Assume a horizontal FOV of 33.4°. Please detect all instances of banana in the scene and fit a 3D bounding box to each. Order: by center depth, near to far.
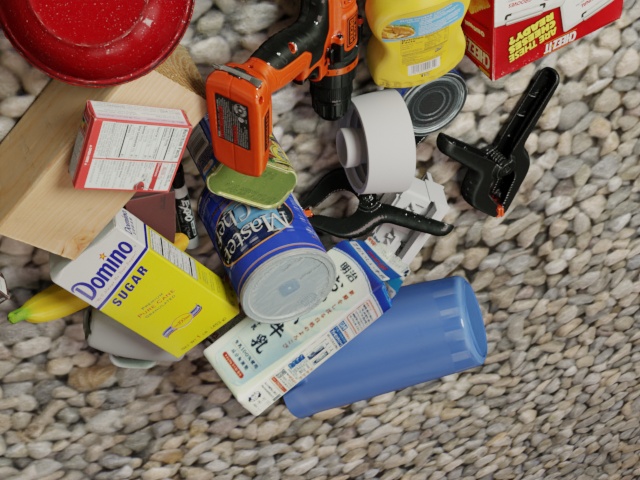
[{"bbox_3d":[-0.228,0.043,1.113,0.197,0.070,0.037,-27,102,-9],"label":"banana"}]

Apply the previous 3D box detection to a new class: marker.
[{"bbox_3d":[-0.144,-0.037,1.109,0.020,0.020,0.121,-20,141,-12],"label":"marker"}]

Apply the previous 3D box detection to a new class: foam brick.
[{"bbox_3d":[-0.177,-0.034,1.066,0.052,0.051,0.078,-13,139,-21],"label":"foam brick"}]

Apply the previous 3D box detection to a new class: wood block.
[{"bbox_3d":[-0.203,-0.092,0.955,0.206,0.090,0.090,-45,139,19],"label":"wood block"}]

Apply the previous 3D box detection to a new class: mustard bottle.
[{"bbox_3d":[0.089,-0.211,0.983,0.096,0.058,0.191,-16,161,-2],"label":"mustard bottle"}]

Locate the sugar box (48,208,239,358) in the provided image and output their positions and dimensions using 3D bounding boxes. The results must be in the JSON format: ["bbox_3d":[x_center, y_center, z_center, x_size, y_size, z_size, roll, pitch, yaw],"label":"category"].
[{"bbox_3d":[-0.173,0.043,1.061,0.093,0.048,0.176,-38,132,19],"label":"sugar box"}]

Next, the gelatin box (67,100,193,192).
[{"bbox_3d":[-0.161,-0.078,0.900,0.089,0.030,0.073,1,131,-31],"label":"gelatin box"}]

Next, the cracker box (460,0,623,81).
[{"bbox_3d":[0.211,-0.279,1.013,0.164,0.072,0.214,-27,142,-14],"label":"cracker box"}]

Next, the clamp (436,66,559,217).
[{"bbox_3d":[0.212,-0.101,1.238,0.164,0.036,0.210,-35,148,-8],"label":"clamp"}]

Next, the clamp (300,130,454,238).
[{"bbox_3d":[0.061,-0.039,1.167,0.171,0.120,0.039,-23,173,4],"label":"clamp"}]

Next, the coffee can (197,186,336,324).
[{"bbox_3d":[-0.057,0.001,1.106,0.102,0.140,0.103,-17,140,-15],"label":"coffee can"}]

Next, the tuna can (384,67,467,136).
[{"bbox_3d":[0.112,-0.153,1.128,0.086,0.034,0.086,-17,140,-15],"label":"tuna can"}]

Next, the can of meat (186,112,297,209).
[{"bbox_3d":[-0.080,-0.083,1.046,0.101,0.084,0.057,16,123,-42],"label":"can of meat"}]

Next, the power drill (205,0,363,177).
[{"bbox_3d":[-0.027,-0.143,0.970,0.187,0.057,0.184,-52,154,-34],"label":"power drill"}]

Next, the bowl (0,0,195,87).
[{"bbox_3d":[-0.176,-0.196,0.819,0.162,0.055,0.162,-2,104,-7],"label":"bowl"}]

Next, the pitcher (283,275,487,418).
[{"bbox_3d":[0.070,0.118,1.272,0.243,0.149,0.145,-16,141,17],"label":"pitcher"}]
